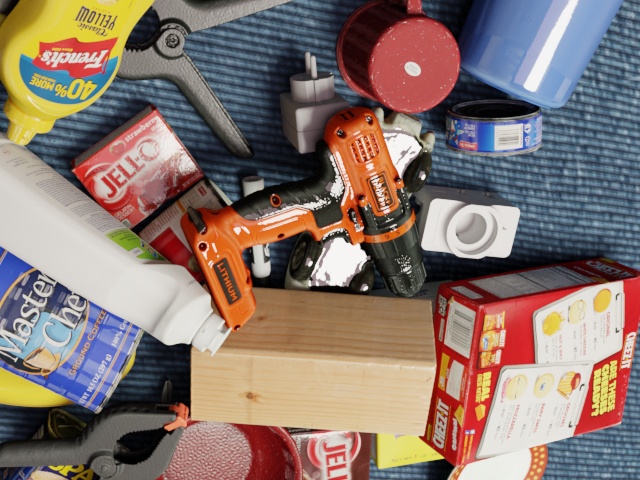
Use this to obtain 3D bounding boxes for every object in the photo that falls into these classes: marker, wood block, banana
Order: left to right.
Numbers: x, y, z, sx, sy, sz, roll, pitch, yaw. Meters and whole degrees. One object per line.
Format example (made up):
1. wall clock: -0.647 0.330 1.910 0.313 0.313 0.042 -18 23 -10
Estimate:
1. banana: -0.252 0.115 0.953 0.197 0.037 0.069 -5 84 -16
2. marker: -0.056 0.001 0.970 0.020 0.020 0.121 -9 112 -12
3. wood block: -0.007 0.106 0.945 0.206 0.090 0.091 4 127 -1

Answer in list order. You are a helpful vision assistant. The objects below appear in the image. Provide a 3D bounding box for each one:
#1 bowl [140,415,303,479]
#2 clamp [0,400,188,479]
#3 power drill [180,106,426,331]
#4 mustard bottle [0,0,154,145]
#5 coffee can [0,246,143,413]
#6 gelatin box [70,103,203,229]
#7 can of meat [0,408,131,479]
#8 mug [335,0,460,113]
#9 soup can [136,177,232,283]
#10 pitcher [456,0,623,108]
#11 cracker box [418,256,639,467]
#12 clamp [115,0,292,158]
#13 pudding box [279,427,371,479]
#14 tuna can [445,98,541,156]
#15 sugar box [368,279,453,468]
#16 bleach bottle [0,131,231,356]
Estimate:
1. bowl: -0.100 0.220 1.004 0.162 0.055 0.162 -6 108 -18
2. clamp: -0.196 0.184 0.923 0.171 0.039 0.120 -40 115 8
3. power drill: -0.009 0.001 0.895 0.187 0.057 0.184 -27 118 -9
4. mustard bottle: -0.195 -0.154 0.816 0.096 0.058 0.192 6 126 -46
5. coffee can: -0.227 0.068 0.890 0.140 0.103 0.103 28 101 -12
6. gelatin box: -0.157 -0.061 0.914 0.089 0.030 0.073 -35 114 -1
7. can of meat: -0.232 0.218 0.983 0.102 0.057 0.084 37 100 -23
8. mug: 0.070 -0.167 0.907 0.093 0.081 0.117 1 109 -15
9. soup can: -0.116 0.002 0.928 0.102 0.068 0.068 -40 114 1
10. pitcher: 0.198 -0.245 0.898 0.144 0.149 0.243 13 110 -35
11. cracker box: 0.203 0.111 1.023 0.213 0.072 0.164 -8 112 -31
12. clamp: -0.121 -0.159 0.884 0.209 0.036 0.165 10 110 -15
13. pudding box: 0.002 0.230 1.059 0.090 0.039 0.113 -3 110 -14
14. tuna can: 0.154 -0.102 0.952 0.086 0.086 0.034 -7 110 -13
15. sugar box: 0.092 0.131 1.043 0.093 0.048 0.176 -8 113 -13
16. bleach bottle: -0.182 0.010 0.845 0.251 0.102 0.068 35 103 3
